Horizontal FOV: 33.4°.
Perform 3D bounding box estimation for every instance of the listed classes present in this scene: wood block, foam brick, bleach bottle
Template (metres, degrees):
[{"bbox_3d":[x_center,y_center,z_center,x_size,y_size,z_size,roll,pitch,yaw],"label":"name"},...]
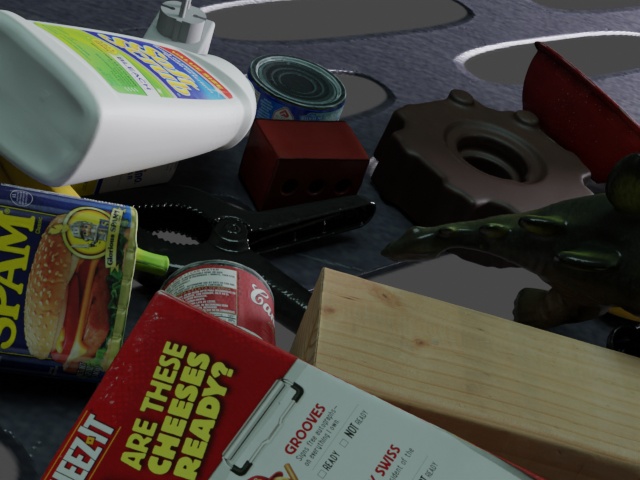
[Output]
[{"bbox_3d":[0.084,0.101,0.583,0.206,0.091,0.090,16,35,-7],"label":"wood block"},{"bbox_3d":[-0.013,-0.054,0.780,0.078,0.053,0.051,-2,40,-28],"label":"foam brick"},{"bbox_3d":[-0.113,-0.093,0.675,0.102,0.068,0.250,40,21,11],"label":"bleach bottle"}]

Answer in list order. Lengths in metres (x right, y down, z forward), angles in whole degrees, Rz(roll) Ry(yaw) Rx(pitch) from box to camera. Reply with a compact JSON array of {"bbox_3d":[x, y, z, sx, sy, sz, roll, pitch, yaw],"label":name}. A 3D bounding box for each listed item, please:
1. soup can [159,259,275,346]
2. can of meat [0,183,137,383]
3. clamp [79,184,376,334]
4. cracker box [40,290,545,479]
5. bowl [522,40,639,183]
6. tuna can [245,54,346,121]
[{"bbox_3d":[-0.057,0.068,0.575,0.068,0.069,0.102,12,36,-13],"label":"soup can"},{"bbox_3d":[-0.147,0.023,0.566,0.083,0.102,0.058,10,-5,-20],"label":"can of meat"},{"bbox_3d":[-0.055,0.001,0.695,0.210,0.036,0.164,16,35,-2],"label":"clamp"},{"bbox_3d":[-0.013,0.143,0.446,0.214,0.072,0.164,25,61,6],"label":"cracker box"},{"bbox_3d":[0.229,-0.100,0.933,0.162,0.055,0.162,41,11,-10],"label":"bowl"},{"bbox_3d":[-0.023,-0.119,0.881,0.086,0.034,0.086,14,35,-10],"label":"tuna can"}]
